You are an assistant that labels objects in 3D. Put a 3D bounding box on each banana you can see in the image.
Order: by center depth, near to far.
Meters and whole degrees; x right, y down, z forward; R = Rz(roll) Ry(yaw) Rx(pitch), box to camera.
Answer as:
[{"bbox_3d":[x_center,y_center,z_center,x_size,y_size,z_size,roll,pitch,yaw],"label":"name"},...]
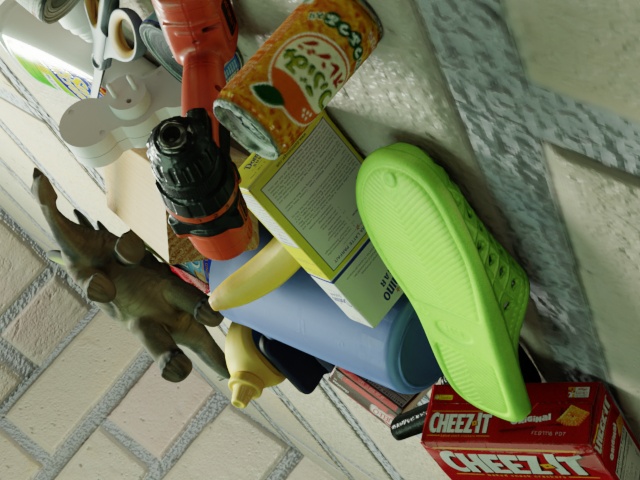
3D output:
[{"bbox_3d":[-0.038,0.002,0.959,0.069,0.037,0.198,12,136,-21],"label":"banana"}]

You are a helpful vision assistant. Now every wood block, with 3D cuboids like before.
[{"bbox_3d":[-0.142,-0.054,1.044,0.206,0.090,0.091,32,128,59],"label":"wood block"}]

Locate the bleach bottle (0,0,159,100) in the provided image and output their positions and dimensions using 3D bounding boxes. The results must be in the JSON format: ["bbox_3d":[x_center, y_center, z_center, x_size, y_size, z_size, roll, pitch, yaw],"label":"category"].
[{"bbox_3d":[-0.219,-0.171,1.065,0.251,0.068,0.102,27,159,33],"label":"bleach bottle"}]

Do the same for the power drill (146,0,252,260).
[{"bbox_3d":[-0.087,-0.095,0.739,0.057,0.187,0.184,-5,160,2],"label":"power drill"}]

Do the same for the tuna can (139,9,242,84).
[{"bbox_3d":[-0.107,-0.158,0.876,0.086,0.033,0.086,37,165,11],"label":"tuna can"}]

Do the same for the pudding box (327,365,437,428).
[{"bbox_3d":[0.075,0.145,1.174,0.090,0.113,0.039,37,130,15],"label":"pudding box"}]

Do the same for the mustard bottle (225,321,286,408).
[{"bbox_3d":[-0.066,0.117,1.276,0.058,0.191,0.096,-12,132,36],"label":"mustard bottle"}]

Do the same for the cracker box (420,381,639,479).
[{"bbox_3d":[0.212,0.216,0.995,0.164,0.072,0.213,-7,139,33],"label":"cracker box"}]

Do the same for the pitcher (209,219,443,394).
[{"bbox_3d":[0.015,0.047,1.029,0.243,0.145,0.149,22,169,41],"label":"pitcher"}]

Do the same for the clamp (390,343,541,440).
[{"bbox_3d":[0.150,0.155,1.038,0.164,0.036,0.210,3,144,6],"label":"clamp"}]

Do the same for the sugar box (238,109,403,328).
[{"bbox_3d":[0.013,-0.018,0.875,0.048,0.093,0.176,20,155,54],"label":"sugar box"}]

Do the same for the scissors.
[{"bbox_3d":[-0.187,-0.158,0.963,0.096,0.016,0.202,46,148,26],"label":"scissors"}]
